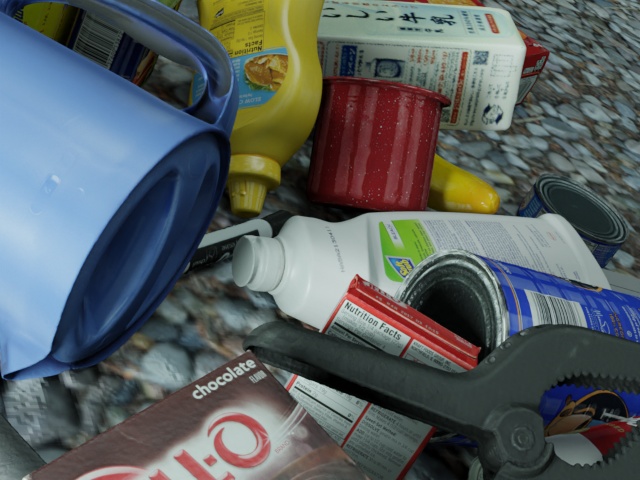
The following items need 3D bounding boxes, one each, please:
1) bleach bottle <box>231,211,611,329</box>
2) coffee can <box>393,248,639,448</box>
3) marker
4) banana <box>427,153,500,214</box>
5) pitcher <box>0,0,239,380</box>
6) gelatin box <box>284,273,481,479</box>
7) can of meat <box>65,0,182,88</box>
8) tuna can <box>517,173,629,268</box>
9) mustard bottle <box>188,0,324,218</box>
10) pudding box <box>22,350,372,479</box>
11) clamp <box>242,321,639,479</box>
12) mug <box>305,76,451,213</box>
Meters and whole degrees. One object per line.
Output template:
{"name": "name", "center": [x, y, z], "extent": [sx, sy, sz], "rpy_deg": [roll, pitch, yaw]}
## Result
{"name": "bleach bottle", "center": [0.061, 0.019, 0.664], "extent": [0.250, 0.068, 0.102], "rpy_deg": [7, 39, -30]}
{"name": "coffee can", "center": [0.119, 0.068, 0.590], "extent": [0.140, 0.103, 0.103], "rpy_deg": [14, 34, -31]}
{"name": "marker", "center": [-0.054, 0.001, 0.634], "extent": [0.020, 0.020, 0.120], "rpy_deg": [42, 33, 20]}
{"name": "banana", "center": [0.079, -0.065, 0.799], "extent": [0.198, 0.070, 0.037], "rpy_deg": [-100, 164, -59]}
{"name": "pitcher", "center": [-0.168, -0.062, 0.518], "extent": [0.243, 0.145, 0.149], "rpy_deg": [33, 34, 11]}
{"name": "gelatin box", "center": [0.025, 0.072, 0.525], "extent": [0.073, 0.089, 0.030], "rpy_deg": [31, 20, 0]}
{"name": "can of meat", "center": [-0.133, -0.141, 0.715], "extent": [0.057, 0.084, 0.102], "rpy_deg": [26, 31, -6]}
{"name": "tuna can", "center": [0.202, -0.015, 0.858], "extent": [0.086, 0.034, 0.086], "rpy_deg": [21, 32, -14]}
{"name": "mustard bottle", "center": [-0.042, -0.108, 0.698], "extent": [0.058, 0.096, 0.191], "rpy_deg": [25, 63, -52]}
{"name": "pudding box", "center": [-0.041, 0.102, 0.394], "extent": [0.090, 0.039, 0.113], "rpy_deg": [45, 43, 20]}
{"name": "clamp", "center": [0.081, 0.101, 0.468], "extent": [0.209, 0.036, 0.164], "rpy_deg": [-8, 73, -12]}
{"name": "mug", "center": [0.034, -0.059, 0.722], "extent": [0.093, 0.081, 0.117], "rpy_deg": [9, 0, -4]}
